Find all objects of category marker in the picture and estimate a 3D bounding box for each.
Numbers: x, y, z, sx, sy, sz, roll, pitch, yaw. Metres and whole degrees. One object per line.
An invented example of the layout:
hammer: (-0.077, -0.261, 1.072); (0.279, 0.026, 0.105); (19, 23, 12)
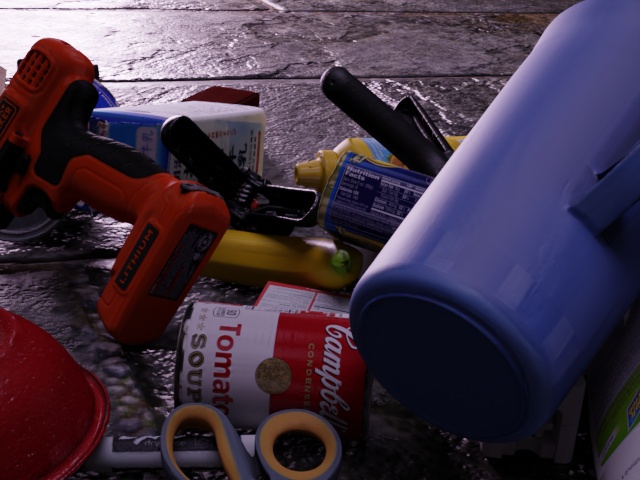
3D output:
marker: (-0.085, 0.107, 0.534); (0.121, 0.020, 0.020); (1, 22, -8)

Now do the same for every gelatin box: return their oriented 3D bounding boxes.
gelatin box: (-0.008, 0.059, 0.655); (0.073, 0.030, 0.089); (9, 21, 8)

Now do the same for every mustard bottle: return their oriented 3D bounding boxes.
mustard bottle: (0.072, -0.059, 0.929); (0.191, 0.058, 0.096); (-1, 29, -15)

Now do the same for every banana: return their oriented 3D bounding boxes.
banana: (-0.042, 0.009, 0.730); (0.198, 0.037, 0.069); (3, -24, 38)

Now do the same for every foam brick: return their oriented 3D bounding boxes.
foam brick: (-0.099, -0.117, 1.052); (0.051, 0.053, 0.078); (12, 22, 18)

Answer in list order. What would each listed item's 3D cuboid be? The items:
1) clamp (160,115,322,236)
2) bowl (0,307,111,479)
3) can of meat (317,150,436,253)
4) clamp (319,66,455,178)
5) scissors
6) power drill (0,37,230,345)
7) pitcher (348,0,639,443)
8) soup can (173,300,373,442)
clamp: (-0.061, -0.038, 0.759); (0.120, 0.039, 0.172); (38, -14, -4)
bowl: (-0.186, 0.074, 0.514); (0.162, 0.055, 0.162); (-5, 25, 2)
can of meat: (0.050, -0.016, 0.690); (0.084, 0.057, 0.102); (18, -4, 12)
clamp: (0.091, -0.054, 0.816); (0.210, 0.036, 0.164); (51, 20, 25)
scissors: (-0.007, 0.132, 0.466); (0.096, 0.016, 0.202); (-10, 34, -28)
power drill: (-0.163, -0.015, 0.681); (0.188, 0.184, 0.057); (35, 8, 23)
pitcher: (0.125, -0.019, 0.547); (0.145, 0.149, 0.242); (16, 48, 32)
soup can: (-0.023, 0.069, 0.573); (0.102, 0.068, 0.068); (5, 22, 3)
